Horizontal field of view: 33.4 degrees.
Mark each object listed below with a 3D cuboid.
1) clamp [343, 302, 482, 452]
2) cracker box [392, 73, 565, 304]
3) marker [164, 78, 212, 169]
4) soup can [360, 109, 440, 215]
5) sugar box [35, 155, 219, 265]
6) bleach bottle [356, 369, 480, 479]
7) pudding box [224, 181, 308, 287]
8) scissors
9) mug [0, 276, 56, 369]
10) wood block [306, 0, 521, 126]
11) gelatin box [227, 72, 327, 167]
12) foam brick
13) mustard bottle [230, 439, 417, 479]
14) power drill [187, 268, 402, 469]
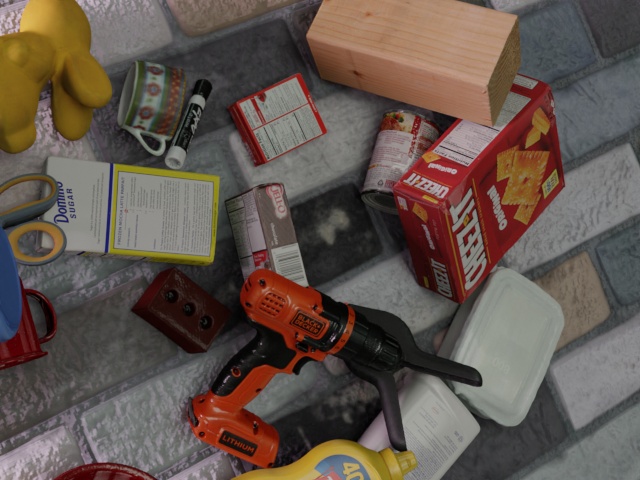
[{"bbox_3d":[0.073,0.140,1.140,0.172,0.039,0.120,37,69,21],"label":"clamp"},{"bbox_3d":[0.185,-0.059,1.195,0.213,0.072,0.164,-46,140,-24],"label":"cracker box"},{"bbox_3d":[-0.135,-0.123,1.104,0.020,0.020,0.121,30,50,-19],"label":"marker"},{"bbox_3d":[0.090,-0.087,1.199,0.068,0.069,0.102,22,75,-21],"label":"soup can"},{"bbox_3d":[-0.192,-0.028,1.072,0.176,0.048,0.093,6,80,-20],"label":"sugar box"},{"bbox_3d":[0.057,0.259,1.143,0.250,0.068,0.102,-44,96,-20],"label":"bleach bottle"},{"bbox_3d":[-0.057,0.001,1.106,0.039,0.090,0.113,-12,89,-24],"label":"pudding box"},{"bbox_3d":[-0.326,0.009,0.994,0.201,0.016,0.096,-32,88,-12],"label":"scissors"},{"bbox_3d":[-0.298,0.077,0.989,0.117,0.093,0.081,-12,84,-43],"label":"mug"},{"bbox_3d":[0.101,-0.205,1.145,0.206,0.091,0.090,19,72,20],"label":"wood block"},{"bbox_3d":[-0.047,-0.131,1.162,0.089,0.030,0.073,-29,97,-25],"label":"gelatin box"},{"bbox_3d":[-0.140,0.071,1.080,0.078,0.051,0.053,39,69,-16],"label":"foam brick"},{"bbox_3d":[0.008,0.254,1.074,0.191,0.058,0.096,-20,94,-11],"label":"mustard bottle"},{"bbox_3d":[-0.032,0.136,1.073,0.184,0.057,0.188,29,103,-21],"label":"power drill"}]
